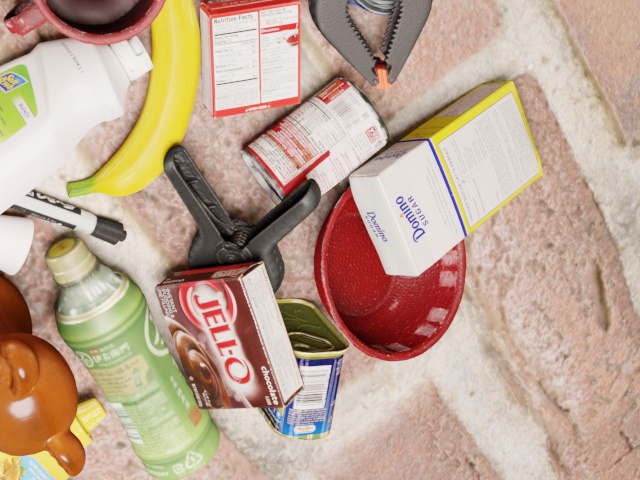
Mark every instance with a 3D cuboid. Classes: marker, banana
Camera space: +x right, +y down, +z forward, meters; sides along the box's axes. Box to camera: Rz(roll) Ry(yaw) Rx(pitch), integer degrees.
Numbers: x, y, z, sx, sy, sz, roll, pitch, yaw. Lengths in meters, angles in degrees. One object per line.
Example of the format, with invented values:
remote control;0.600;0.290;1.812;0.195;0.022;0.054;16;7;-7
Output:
marker;-0.203;-0.022;0.811;0.121;0.020;0.020;22;100;-30
banana;-0.126;-0.111;0.800;0.069;0.037;0.198;16;103;-29

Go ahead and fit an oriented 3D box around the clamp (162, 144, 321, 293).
clamp;-0.055;0.001;0.836;0.171;0.120;0.039;85;24;-46

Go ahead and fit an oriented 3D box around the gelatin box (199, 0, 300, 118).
gelatin box;-0.053;-0.143;0.816;0.073;0.030;0.089;-13;127;-19

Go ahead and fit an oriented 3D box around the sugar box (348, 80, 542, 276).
sugar box;0.107;-0.054;0.886;0.176;0.048;0.093;-34;111;-30

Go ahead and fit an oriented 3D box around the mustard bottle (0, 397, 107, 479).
mustard bottle;-0.255;0.184;0.842;0.191;0.058;0.096;-33;144;-10

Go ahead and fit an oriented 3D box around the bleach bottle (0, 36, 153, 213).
bleach bottle;-0.226;-0.064;0.738;0.250;0.103;0.068;-32;157;-10

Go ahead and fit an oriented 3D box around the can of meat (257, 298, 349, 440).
can of meat;-0.022;0.108;0.898;0.057;0.102;0.084;0;112;-25

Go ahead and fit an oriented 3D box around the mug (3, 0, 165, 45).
mug;-0.165;-0.179;0.726;0.117;0.082;0.093;-40;118;-3

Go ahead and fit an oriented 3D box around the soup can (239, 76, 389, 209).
soup can;-0.004;-0.075;0.851;0.102;0.069;0.068;-38;121;-7

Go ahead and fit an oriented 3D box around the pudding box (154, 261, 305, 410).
pudding box;-0.071;0.076;0.835;0.039;0.090;0.113;-38;114;-49

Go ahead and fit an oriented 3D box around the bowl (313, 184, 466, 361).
bowl;0.048;0.020;0.902;0.161;0.055;0.162;1;88;-38

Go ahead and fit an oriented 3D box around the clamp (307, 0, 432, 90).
clamp;0.043;-0.212;0.783;0.164;0.036;0.210;-15;125;4
